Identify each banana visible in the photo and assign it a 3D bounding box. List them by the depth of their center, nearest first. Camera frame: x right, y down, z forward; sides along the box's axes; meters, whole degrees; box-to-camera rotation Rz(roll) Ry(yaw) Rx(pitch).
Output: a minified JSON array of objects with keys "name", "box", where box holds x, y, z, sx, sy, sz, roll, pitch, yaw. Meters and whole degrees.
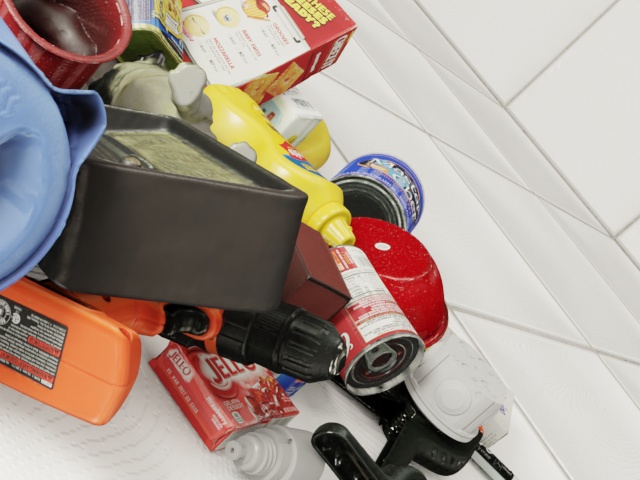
[{"name":"banana","box":[-0.018,-0.118,1.254,0.069,0.037,0.198,21,25,-16]}]

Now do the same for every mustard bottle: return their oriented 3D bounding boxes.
[{"name":"mustard bottle","box":[-0.034,-0.056,0.927,0.192,0.058,0.096,47,6,31]}]

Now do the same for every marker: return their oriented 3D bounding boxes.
[{"name":"marker","box":[0.139,0.188,0.974,0.121,0.020,0.020,45,19,-3]}]

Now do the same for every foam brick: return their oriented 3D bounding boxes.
[{"name":"foam brick","box":[-0.021,0.026,0.802,0.051,0.053,0.078,29,24,-41]}]

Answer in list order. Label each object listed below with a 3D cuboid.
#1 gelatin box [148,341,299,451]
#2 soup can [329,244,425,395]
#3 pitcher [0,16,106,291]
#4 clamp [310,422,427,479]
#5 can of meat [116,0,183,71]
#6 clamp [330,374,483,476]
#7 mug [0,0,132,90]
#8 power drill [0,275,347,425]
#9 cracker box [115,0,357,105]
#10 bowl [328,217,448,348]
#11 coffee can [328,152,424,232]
[{"name":"gelatin box","box":[-0.062,0.098,0.710,0.073,0.030,0.089,53,19,19]},{"name":"soup can","box":[0.028,0.060,0.834,0.068,0.069,0.102,24,27,-48]},{"name":"pitcher","box":[-0.217,-0.070,0.543,0.149,0.145,0.243,27,10,-29]},{"name":"clamp","box":[0.042,0.178,0.713,0.171,0.039,0.120,12,71,-64]},{"name":"can of meat","box":[-0.154,-0.198,0.922,0.102,0.057,0.084,52,33,-72]},{"name":"clamp","box":[0.070,0.154,0.868,0.209,0.036,0.165,26,27,-39]},{"name":"mug","box":[-0.194,-0.147,0.720,0.117,0.082,0.093,55,42,2]},{"name":"power drill","box":[-0.093,0.050,0.607,0.185,0.057,0.187,19,11,20]},{"name":"cracker box","box":[-0.097,-0.211,1.054,0.213,0.072,0.164,-34,78,-34]},{"name":"bowl","box":[0.047,0.028,0.950,0.162,0.055,0.162,14,32,-9]},{"name":"coffee can","box":[0.048,-0.030,1.102,0.103,0.103,0.140,46,19,-1]}]
